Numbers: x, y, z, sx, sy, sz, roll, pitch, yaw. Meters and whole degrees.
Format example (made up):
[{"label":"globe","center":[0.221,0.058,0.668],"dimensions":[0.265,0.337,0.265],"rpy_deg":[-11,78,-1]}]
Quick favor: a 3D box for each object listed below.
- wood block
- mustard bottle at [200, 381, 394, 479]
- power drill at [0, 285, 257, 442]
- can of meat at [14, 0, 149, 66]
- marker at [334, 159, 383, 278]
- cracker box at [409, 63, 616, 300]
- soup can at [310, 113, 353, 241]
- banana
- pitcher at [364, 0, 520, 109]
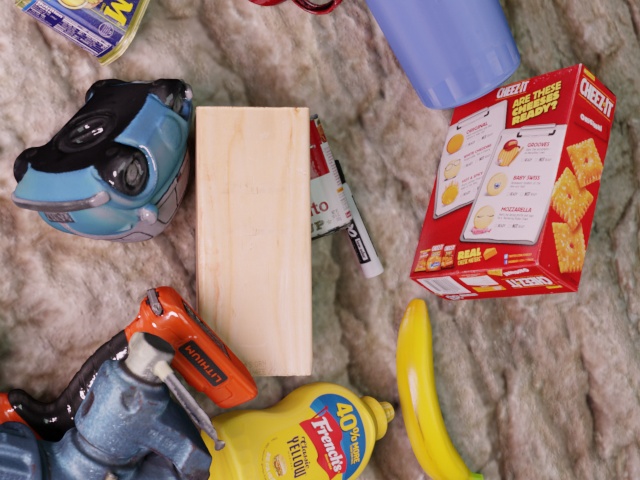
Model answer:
[{"label":"wood block","center":[-0.055,0.001,0.856],"dimensions":[0.090,0.091,0.206],"rpy_deg":[-1,90,-7]},{"label":"mustard bottle","center":[-0.009,0.175,0.919],"dimensions":[0.191,0.058,0.096],"rpy_deg":[-14,93,-40]},{"label":"power drill","center":[-0.139,0.139,0.771],"dimensions":[0.187,0.057,0.184],"rpy_deg":[-40,114,-3]},{"label":"can of meat","center":[-0.182,-0.205,0.844],"dimensions":[0.083,0.058,0.102],"rpy_deg":[31,64,-28]},{"label":"marker","center":[0.029,-0.023,1.007],"dimensions":[0.020,0.020,0.121],"rpy_deg":[-30,101,-38]},{"label":"cracker box","center":[0.190,-0.050,1.047],"dimensions":[0.072,0.164,0.213],"rpy_deg":[32,65,-33]},{"label":"soup can","center":[-0.018,-0.053,0.943],"dimensions":[0.068,0.069,0.102],"rpy_deg":[-24,98,-39]},{"label":"banana","center":[0.104,0.158,1.030],"dimensions":[0.069,0.037,0.198],"rpy_deg":[-26,101,-56]},{"label":"pitcher","center":[0.109,-0.260,1.036],"dimensions":[0.243,0.149,0.144],"rpy_deg":[61,40,-18]}]
